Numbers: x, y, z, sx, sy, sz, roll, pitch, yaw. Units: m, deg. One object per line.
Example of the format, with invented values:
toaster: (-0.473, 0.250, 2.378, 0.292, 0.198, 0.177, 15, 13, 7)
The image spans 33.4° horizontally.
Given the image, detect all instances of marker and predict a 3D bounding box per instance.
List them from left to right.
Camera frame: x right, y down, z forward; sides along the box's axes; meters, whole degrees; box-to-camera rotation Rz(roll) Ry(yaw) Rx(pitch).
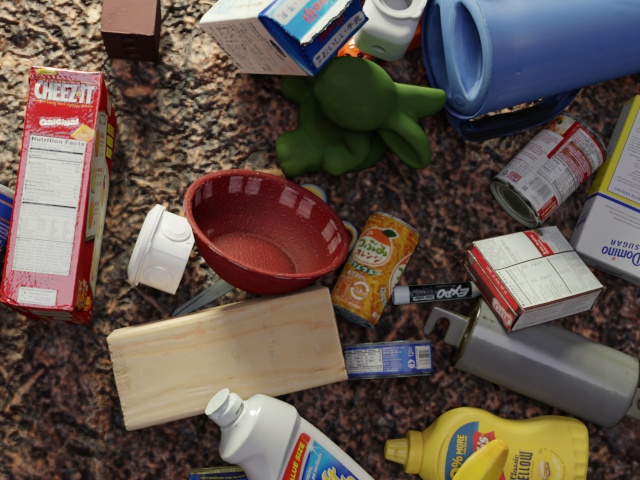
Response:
marker: (0.132, 0.051, 1.074, 0.121, 0.020, 0.020, -4, 82, -5)

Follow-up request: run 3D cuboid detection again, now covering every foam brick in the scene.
foam brick: (-0.187, -0.216, 1.062, 0.053, 0.078, 0.051, 5, 79, -4)

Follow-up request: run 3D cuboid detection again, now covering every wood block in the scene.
wood block: (-0.088, 0.108, 1.009, 0.206, 0.091, 0.090, -12, 90, -7)

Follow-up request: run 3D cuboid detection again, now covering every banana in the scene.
banana: (0.141, 0.275, 1.003, 0.069, 0.037, 0.198, -7, 112, -9)

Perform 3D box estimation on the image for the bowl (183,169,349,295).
bowl: (-0.057, 0.001, 1.008, 0.162, 0.162, 0.055, 21, 125, -1)

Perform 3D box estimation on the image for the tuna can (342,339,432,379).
tuna can: (0.065, 0.115, 1.026, 0.086, 0.086, 0.034, -3, 83, -5)

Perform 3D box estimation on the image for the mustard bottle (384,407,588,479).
mustard bottle: (0.157, 0.211, 1.031, 0.191, 0.058, 0.096, 6, 92, -3)

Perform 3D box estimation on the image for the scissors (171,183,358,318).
scissors: (-0.063, 0.006, 1.069, 0.201, 0.016, 0.096, -16, 81, -6)

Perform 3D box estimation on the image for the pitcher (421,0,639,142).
pitcher: (0.230, -0.196, 1.057, 0.242, 0.149, 0.145, -13, 84, -20)

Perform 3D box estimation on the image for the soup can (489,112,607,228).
soup can: (0.229, -0.070, 1.075, 0.102, 0.068, 0.068, -44, 87, -9)

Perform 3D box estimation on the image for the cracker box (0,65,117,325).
cracker box: (-0.240, -0.035, 0.987, 0.072, 0.164, 0.213, 6, 81, -6)

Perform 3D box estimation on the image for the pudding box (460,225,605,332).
pudding box: (0.206, 0.035, 1.035, 0.113, 0.039, 0.090, -12, 54, -29)

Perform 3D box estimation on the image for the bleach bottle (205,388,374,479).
bleach bottle: (-0.012, 0.231, 0.967, 0.250, 0.068, 0.102, 45, 66, -18)
